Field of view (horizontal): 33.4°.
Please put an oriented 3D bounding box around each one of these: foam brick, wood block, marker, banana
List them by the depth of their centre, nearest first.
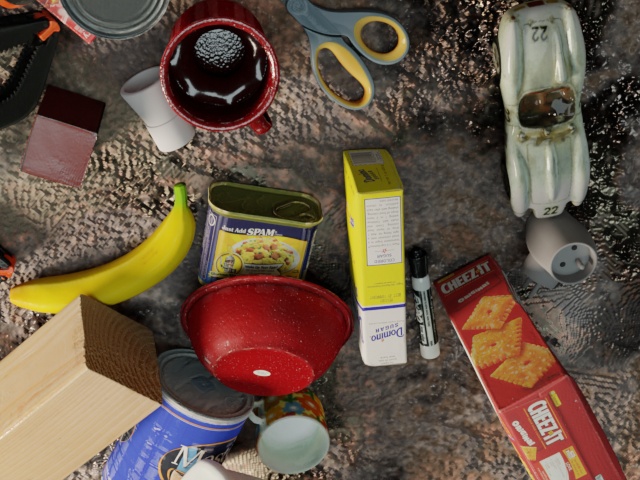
[{"bbox_3d":[-0.210,-0.086,0.878,0.051,0.078,0.053,18,114,-14],"label":"foam brick"},{"bbox_3d":[-0.184,0.022,0.964,0.198,0.037,0.069,-32,103,9],"label":"banana"},{"bbox_3d":[-0.250,0.153,0.969,0.206,0.090,0.090,-38,133,20],"label":"wood block"},{"bbox_3d":[0.099,0.060,1.025,0.020,0.020,0.121,-11,118,-1],"label":"marker"}]

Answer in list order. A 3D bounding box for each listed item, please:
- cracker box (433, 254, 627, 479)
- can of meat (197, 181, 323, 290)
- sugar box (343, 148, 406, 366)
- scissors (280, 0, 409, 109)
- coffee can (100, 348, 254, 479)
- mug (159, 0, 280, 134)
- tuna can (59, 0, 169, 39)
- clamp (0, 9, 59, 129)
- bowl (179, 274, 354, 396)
[{"bbox_3d":[0.189,0.132,0.964,0.072,0.214,0.164,-29,118,6],"label":"cracker box"},{"bbox_3d":[-0.056,0.001,0.955,0.102,0.057,0.084,8,119,-10],"label":"can of meat"},{"bbox_3d":[0.048,0.015,0.954,0.048,0.093,0.176,-4,118,-5],"label":"sugar box"},{"bbox_3d":[0.001,-0.199,0.879,0.096,0.016,0.201,-30,117,7],"label":"scissors"},{"bbox_3d":[-0.137,0.189,1.017,0.102,0.103,0.140,20,114,-17],"label":"coffee can"},{"bbox_3d":[-0.075,-0.137,0.865,0.093,0.081,0.117,-34,116,11],"label":"mug"},{"bbox_3d":[-0.157,-0.199,0.814,0.086,0.034,0.086,-4,118,-7],"label":"tuna can"},{"bbox_3d":[-0.297,-0.112,0.847,0.210,0.036,0.164,-47,136,4],"label":"clamp"},{"bbox_3d":[-0.050,0.096,0.968,0.162,0.055,0.162,2,145,1],"label":"bowl"}]
